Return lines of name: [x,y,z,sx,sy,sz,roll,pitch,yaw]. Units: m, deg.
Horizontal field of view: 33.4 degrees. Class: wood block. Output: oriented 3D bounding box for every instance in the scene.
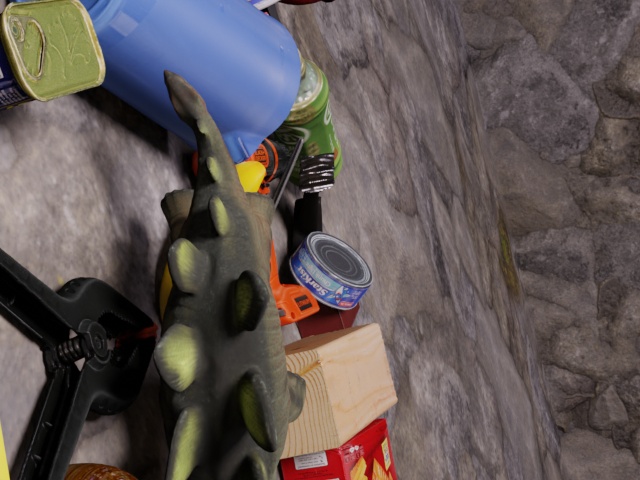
wood block: [-0.002,0.141,1.025,0.205,0.091,0.090,-7,83,-72]

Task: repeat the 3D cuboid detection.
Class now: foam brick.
foam brick: [0.006,0.071,1.162,0.078,0.051,0.053,-59,133,-65]

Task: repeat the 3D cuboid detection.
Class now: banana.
banana: [-0.093,0.002,0.885,0.069,0.037,0.197,71,34,-59]

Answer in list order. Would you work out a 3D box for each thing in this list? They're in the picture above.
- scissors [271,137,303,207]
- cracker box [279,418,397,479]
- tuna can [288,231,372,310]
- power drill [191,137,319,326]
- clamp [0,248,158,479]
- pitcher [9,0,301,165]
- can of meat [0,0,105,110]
scissors: [-0.056,0.001,0.903,0.096,0.016,0.202,-113,-136,-76]
cracker box: [0.036,0.296,1.059,0.164,0.072,0.214,1,77,-71]
tuna can: [0.012,0.031,1.111,0.086,0.034,0.086,29,26,-16]
power drill: [-0.056,-0.011,1.033,0.184,0.057,0.187,-17,91,-71]
clamp: [-0.162,0.062,0.685,0.209,0.036,0.164,-29,100,-75]
pitcher: [-0.126,-0.170,0.829,0.145,0.149,0.242,-59,153,2]
can of meat: [-0.192,-0.105,0.640,0.102,0.084,0.057,-48,123,-68]
